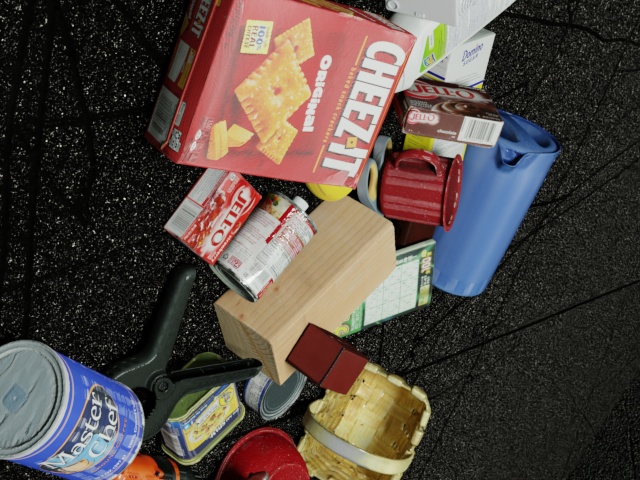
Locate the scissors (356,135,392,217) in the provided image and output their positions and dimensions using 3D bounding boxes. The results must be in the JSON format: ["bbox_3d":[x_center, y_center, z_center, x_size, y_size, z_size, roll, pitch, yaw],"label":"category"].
[{"bbox_3d":[0.061,-0.025,1.280,0.096,0.016,0.202,-30,128,-62],"label":"scissors"}]

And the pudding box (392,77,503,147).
[{"bbox_3d":[0.142,-0.148,1.213,0.113,0.090,0.039,10,122,-12],"label":"pudding box"}]

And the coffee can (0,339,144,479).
[{"bbox_3d":[-0.236,0.158,0.961,0.103,0.103,0.140,-54,151,-7],"label":"coffee can"}]

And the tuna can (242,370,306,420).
[{"bbox_3d":[-0.057,0.179,1.330,0.086,0.034,0.086,-37,145,-33],"label":"tuna can"}]

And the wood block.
[{"bbox_3d":[-0.013,0.051,1.218,0.205,0.090,0.091,-44,149,-25],"label":"wood block"}]

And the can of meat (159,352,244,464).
[{"bbox_3d":[-0.137,0.185,1.189,0.102,0.058,0.084,-41,145,-29],"label":"can of meat"}]

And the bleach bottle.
[{"bbox_3d":[0.123,-0.244,1.174,0.250,0.068,0.102,-42,148,-23],"label":"bleach bottle"}]

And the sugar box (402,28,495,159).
[{"bbox_3d":[0.154,-0.171,1.308,0.093,0.048,0.176,-25,134,-45],"label":"sugar box"}]

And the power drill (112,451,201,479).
[{"bbox_3d":[-0.224,0.323,1.190,0.187,0.057,0.184,-60,148,-2],"label":"power drill"}]

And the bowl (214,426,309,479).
[{"bbox_3d":[-0.064,0.327,1.380,0.161,0.055,0.162,-9,103,-45],"label":"bowl"}]

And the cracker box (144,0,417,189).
[{"bbox_3d":[-0.032,-0.140,0.967,0.213,0.072,0.164,6,115,-40],"label":"cracker box"}]

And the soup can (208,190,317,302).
[{"bbox_3d":[-0.061,0.007,1.124,0.102,0.069,0.068,-50,150,-14],"label":"soup can"}]

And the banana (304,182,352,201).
[{"bbox_3d":[-0.001,-0.089,1.163,0.197,0.037,0.069,47,48,-63],"label":"banana"}]

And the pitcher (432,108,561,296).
[{"bbox_3d":[0.218,-0.054,1.451,0.148,0.145,0.243,-6,127,-41],"label":"pitcher"}]

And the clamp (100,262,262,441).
[{"bbox_3d":[-0.161,0.146,1.100,0.210,0.036,0.164,-48,126,-12],"label":"clamp"}]

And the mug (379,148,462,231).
[{"bbox_3d":[0.117,-0.068,1.258,0.117,0.082,0.093,71,33,-58],"label":"mug"}]

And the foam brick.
[{"bbox_3d":[0.009,0.132,1.182,0.051,0.053,0.078,-57,153,0],"label":"foam brick"}]

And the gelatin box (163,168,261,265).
[{"bbox_3d":[-0.105,-0.029,1.060,0.089,0.030,0.073,-54,151,-7],"label":"gelatin box"}]
